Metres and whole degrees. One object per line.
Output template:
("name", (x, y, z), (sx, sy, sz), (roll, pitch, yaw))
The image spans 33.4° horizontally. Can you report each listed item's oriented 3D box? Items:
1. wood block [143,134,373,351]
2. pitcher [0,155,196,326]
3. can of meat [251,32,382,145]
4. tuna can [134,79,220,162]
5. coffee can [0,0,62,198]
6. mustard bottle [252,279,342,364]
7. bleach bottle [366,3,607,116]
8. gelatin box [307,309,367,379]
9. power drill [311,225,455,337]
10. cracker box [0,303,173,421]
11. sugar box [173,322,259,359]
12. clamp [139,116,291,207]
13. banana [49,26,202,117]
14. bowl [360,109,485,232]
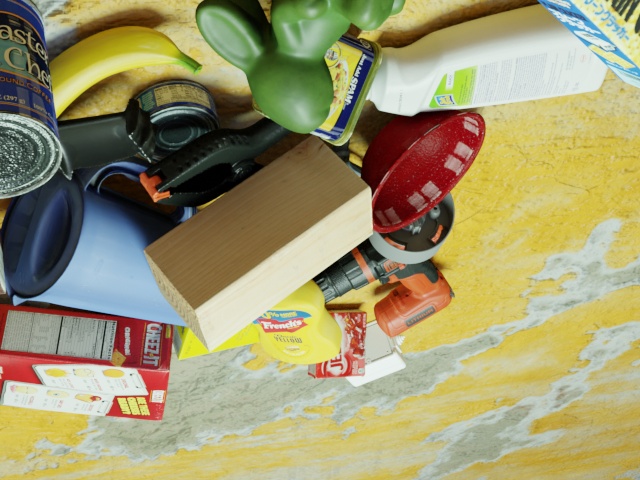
("wood block", (-0.057, 0.001, 1.043), (0.206, 0.091, 0.090), (-36, 152, -16))
("pitcher", (-0.192, 0.010, 1.103), (0.149, 0.145, 0.242), (-12, 159, 38))
("can of meat", (-0.004, -0.148, 0.971), (0.083, 0.058, 0.102), (16, 101, -36))
("tuna can", (-0.139, -0.111, 1.016), (0.086, 0.034, 0.086), (-11, 147, -8))
("coffee can", (-0.265, -0.119, 0.852), (0.102, 0.140, 0.103), (-11, 147, -8))
("mustard bottle", (-0.041, 0.076, 1.213), (0.096, 0.058, 0.191), (3, 149, 17))
("bleach bottle", (0.148, -0.173, 1.025), (0.250, 0.068, 0.102), (-9, 144, -5))
("gelatin box", (0.023, 0.137, 1.415), (0.073, 0.089, 0.030), (0, -175, -23))
("power drill", (0.081, 0.052, 1.316), (0.184, 0.057, 0.187), (-29, 148, 3))
("cracker box", (-0.281, 0.141, 1.228), (0.213, 0.072, 0.164), (6, 150, -8))
("sugar box", (-0.091, 0.091, 1.308), (0.176, 0.048, 0.093), (-8, 147, -25))
("clamp", (-0.076, -0.086, 1.031), (0.209, 0.036, 0.165), (-17, 152, -42))
("banana", (-0.204, -0.135, 0.924), (0.198, 0.069, 0.037), (-26, 178, 7))
("bowl", (0.095, -0.085, 1.109), (0.162, 0.055, 0.162), (-34, 154, -19))
